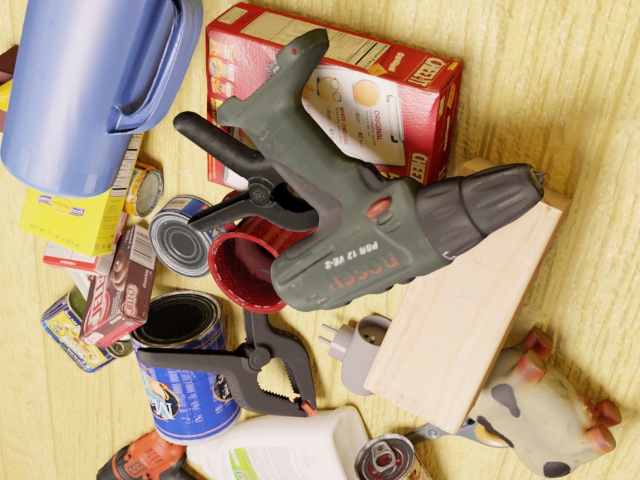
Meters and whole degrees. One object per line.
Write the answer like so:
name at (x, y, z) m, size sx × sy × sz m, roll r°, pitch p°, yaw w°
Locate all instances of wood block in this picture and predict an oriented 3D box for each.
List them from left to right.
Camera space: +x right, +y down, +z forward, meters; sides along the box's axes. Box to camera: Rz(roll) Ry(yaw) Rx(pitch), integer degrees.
wood block at (0.124, 0.044, 0.897) m, size 0.090 × 0.090 × 0.206 m, roll 26°, pitch 106°, yaw 13°

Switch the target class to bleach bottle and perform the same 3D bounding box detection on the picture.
bleach bottle at (-0.060, 0.242, 1.235) m, size 0.251 × 0.068 × 0.102 m, roll -6°, pitch 110°, yaw 39°

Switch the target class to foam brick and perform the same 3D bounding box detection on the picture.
foam brick at (-0.305, -0.151, 1.100) m, size 0.053 × 0.051 × 0.078 m, roll 18°, pitch 131°, yaw 18°

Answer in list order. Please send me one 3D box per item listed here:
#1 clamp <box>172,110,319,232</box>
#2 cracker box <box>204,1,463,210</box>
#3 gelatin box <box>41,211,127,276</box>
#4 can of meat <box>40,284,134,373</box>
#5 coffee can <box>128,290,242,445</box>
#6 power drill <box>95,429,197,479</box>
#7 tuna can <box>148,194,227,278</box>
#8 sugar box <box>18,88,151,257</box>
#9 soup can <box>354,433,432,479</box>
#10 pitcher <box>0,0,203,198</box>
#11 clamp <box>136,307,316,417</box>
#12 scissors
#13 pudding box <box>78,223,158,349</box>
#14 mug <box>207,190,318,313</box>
clamp at (-0.053, -0.057, 0.924) m, size 0.172 × 0.039 × 0.120 m, roll 2°, pitch 130°, yaw 23°
cracker box at (0.006, -0.101, 0.932) m, size 0.214 × 0.072 × 0.164 m, roll 19°, pitch 131°, yaw 18°
gelatin box at (-0.252, -0.010, 1.152) m, size 0.073 × 0.089 × 0.030 m, roll 8°, pitch 166°, yaw 26°
can of meat at (-0.274, 0.103, 1.267) m, size 0.102 × 0.057 × 0.084 m, roll 50°, pitch 135°, yaw -9°
coffee can at (-0.149, 0.141, 1.185) m, size 0.103 × 0.102 × 0.140 m, roll 9°, pitch 127°, yaw 26°
power drill at (-0.194, 0.338, 1.390) m, size 0.187 × 0.057 × 0.185 m, roll 47°, pitch 134°, yaw -7°
tuna can at (-0.137, -0.003, 1.118) m, size 0.086 × 0.033 × 0.086 m, roll 17°, pitch 130°, yaw 21°
sugar box at (-0.232, -0.081, 1.057) m, size 0.093 × 0.048 × 0.176 m, roll 20°, pitch 103°, yaw 18°
soup can at (0.086, 0.264, 1.142) m, size 0.069 × 0.068 × 0.102 m, roll -2°, pitch 135°, yaw 32°
pitcher at (-0.194, -0.156, 0.926) m, size 0.145 × 0.149 × 0.243 m, roll 16°, pitch 118°, yaw -14°
clamp at (-0.082, 0.124, 1.121) m, size 0.210 × 0.164 × 0.036 m, roll 56°, pitch 166°, yaw -26°
scissors at (0.139, 0.206, 1.116) m, size 0.096 × 0.016 × 0.202 m, roll 38°, pitch 134°, yaw 2°
pudding box at (-0.217, 0.051, 1.154) m, size 0.039 × 0.113 × 0.090 m, roll 29°, pitch 140°, yaw -29°
mug at (-0.057, 0.001, 1.039) m, size 0.093 × 0.081 × 0.117 m, roll -24°, pitch 108°, yaw 41°
